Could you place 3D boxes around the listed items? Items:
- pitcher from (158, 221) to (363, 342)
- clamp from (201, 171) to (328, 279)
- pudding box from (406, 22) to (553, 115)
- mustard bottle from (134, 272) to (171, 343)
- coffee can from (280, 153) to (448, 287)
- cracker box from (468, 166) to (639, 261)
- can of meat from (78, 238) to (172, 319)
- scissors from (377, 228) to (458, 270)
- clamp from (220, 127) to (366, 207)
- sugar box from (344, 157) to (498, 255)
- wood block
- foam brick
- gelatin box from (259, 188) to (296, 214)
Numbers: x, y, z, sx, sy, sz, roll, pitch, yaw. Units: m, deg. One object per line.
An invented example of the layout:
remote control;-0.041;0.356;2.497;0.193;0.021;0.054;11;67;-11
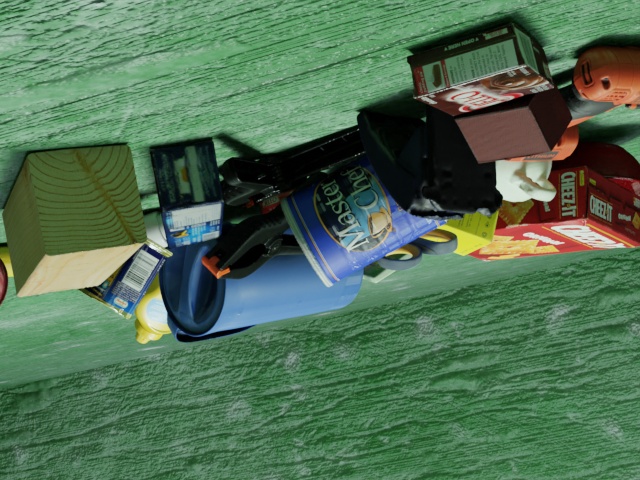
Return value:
pitcher;-0.071;0.047;1.310;0.242;0.145;0.149;-3;179;-42
clamp;-0.058;0.001;1.182;0.171;0.039;0.120;-32;145;-27
pudding box;0.129;-0.133;0.848;0.090;0.039;0.113;-15;171;22
mustard bottle;-0.191;0.066;1.388;0.096;0.058;0.192;8;130;-41
coffee can;0.044;-0.030;1.085;0.140;0.103;0.102;-29;170;4
cracker box;0.259;-0.026;1.298;0.214;0.072;0.163;-7;166;38
can of meat;-0.219;0.026;1.134;0.102;0.084;0.057;25;172;42
scissors;0.052;0.002;1.162;0.202;0.016;0.096;5;-154;34
clamp;-0.036;-0.069;1.064;0.164;0.036;0.210;-16;176;-17
sugar box;0.100;-0.035;1.191;0.176;0.048;0.093;17;166;-8
wood block;-0.232;-0.014;0.988;0.090;0.091;0.206;-8;171;-24
foam brick;0.168;-0.106;0.929;0.078;0.051;0.053;-6;-144;42
gelatin box;-0.019;-0.043;1.280;0.073;0.030;0.089;-15;170;31
